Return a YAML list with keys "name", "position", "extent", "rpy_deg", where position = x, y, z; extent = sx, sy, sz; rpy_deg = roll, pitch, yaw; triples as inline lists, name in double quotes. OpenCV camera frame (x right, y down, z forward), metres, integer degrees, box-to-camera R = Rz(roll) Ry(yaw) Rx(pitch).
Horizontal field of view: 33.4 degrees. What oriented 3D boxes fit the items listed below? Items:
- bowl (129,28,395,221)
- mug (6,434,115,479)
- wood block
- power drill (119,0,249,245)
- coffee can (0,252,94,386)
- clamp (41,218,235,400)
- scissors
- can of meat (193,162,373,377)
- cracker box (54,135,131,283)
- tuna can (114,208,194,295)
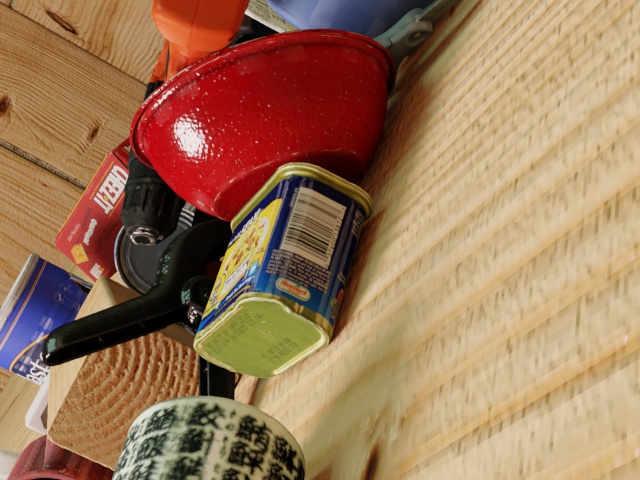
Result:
- name: "bowl"
  position: [-0.025, -0.054, 0.617]
  extent: [0.162, 0.161, 0.055]
  rpy_deg: [-43, 59, 51]
- name: "mug"
  position: [-0.187, 0.177, 0.762]
  extent: [0.081, 0.093, 0.117]
  rpy_deg: [-98, 12, -75]
- name: "wood block"
  position: [-0.132, 0.093, 0.747]
  extent: [0.090, 0.090, 0.206]
  rpy_deg: [-62, 14, -3]
- name: "power drill"
  position: [-0.090, -0.109, 0.702]
  extent: [0.188, 0.057, 0.184]
  rpy_deg: [120, 160, -58]
- name: "coffee can"
  position: [-0.217, 0.088, 0.950]
  extent: [0.103, 0.140, 0.103]
  rpy_deg: [-55, 15, 23]
- name: "clamp"
  position: [-0.081, 0.040, 0.633]
  extent: [0.039, 0.120, 0.171]
  rpy_deg: [-48, 15, 50]
- name: "scissors"
  position: [0.035, -0.117, 0.612]
  extent: [0.202, 0.096, 0.016]
  rpy_deg: [-46, 59, 51]
- name: "can of meat"
  position: [-0.022, 0.020, 0.576]
  extent: [0.102, 0.057, 0.084]
  rpy_deg: [-41, 26, 55]
- name: "cracker box"
  position: [-0.156, -0.073, 1.072]
  extent: [0.164, 0.072, 0.213]
  rpy_deg: [-48, 1, 44]
- name: "tuna can"
  position: [-0.136, 0.012, 0.926]
  extent: [0.086, 0.086, 0.034]
  rpy_deg: [-63, 12, -6]
